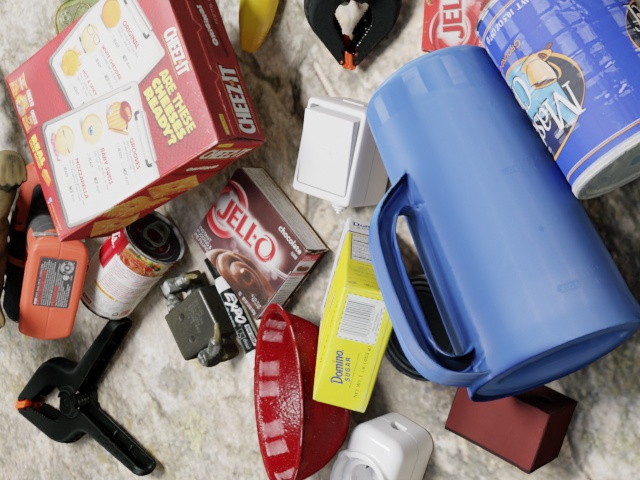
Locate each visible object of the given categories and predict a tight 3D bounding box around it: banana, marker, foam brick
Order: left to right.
[{"bbox_3d":[-0.080,0.064,1.008,0.020,0.020,0.121,-35,73,35],"label":"marker"},{"bbox_3d":[-0.059,-0.271,0.949,0.070,0.037,0.198,-12,86,58],"label":"banana"},{"bbox_3d":[0.146,0.134,0.819,0.078,0.052,0.051,24,109,32],"label":"foam brick"}]

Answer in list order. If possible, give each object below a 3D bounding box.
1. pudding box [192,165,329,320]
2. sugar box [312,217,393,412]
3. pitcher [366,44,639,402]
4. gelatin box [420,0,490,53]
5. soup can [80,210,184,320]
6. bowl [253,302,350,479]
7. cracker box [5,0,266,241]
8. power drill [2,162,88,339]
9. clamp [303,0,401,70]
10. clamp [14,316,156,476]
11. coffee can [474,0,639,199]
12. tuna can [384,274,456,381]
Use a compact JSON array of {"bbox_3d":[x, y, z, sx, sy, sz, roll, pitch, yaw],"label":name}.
[{"bbox_3d":[-0.056,0.001,0.970,0.113,0.039,0.090,49,121,23],"label":"pudding box"},{"bbox_3d":[0.026,0.051,0.833,0.048,0.176,0.093,14,107,-5],"label":"sugar box"},{"bbox_3d":[0.115,-0.013,0.764,0.145,0.149,0.243,-29,69,18],"label":"pitcher"},{"bbox_3d":[0.117,-0.188,0.821,0.073,0.030,0.089,11,101,37],"label":"gelatin box"},{"bbox_3d":[-0.190,0.025,1.058,0.102,0.068,0.068,-45,68,33],"label":"soup can"},{"bbox_3d":[-0.013,0.133,0.915,0.162,0.055,0.162,180,90,-73],"label":"bowl"},{"bbox_3d":[-0.163,-0.113,0.916,0.214,0.071,0.164,-27,79,35],"label":"cracker box"},{"bbox_3d":[-0.290,0.029,1.097,0.188,0.057,0.184,-135,54,-59],"label":"power drill"},{"bbox_3d":[0.018,-0.212,0.840,0.039,0.120,0.172,-87,10,-46],"label":"clamp"},{"bbox_3d":[-0.254,0.180,1.144,0.210,0.036,0.164,-19,83,40],"label":"clamp"},{"bbox_3d":[0.185,-0.114,0.731,0.103,0.102,0.140,-39,71,34],"label":"coffee can"},{"bbox_3d":[0.090,0.069,0.868,0.086,0.033,0.086,5,98,38],"label":"tuna can"}]
